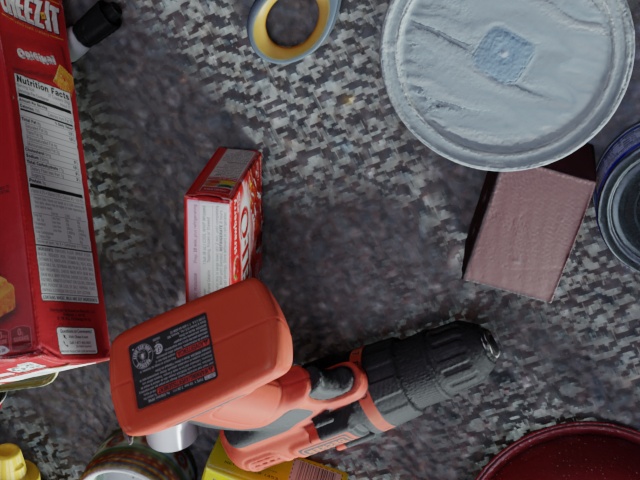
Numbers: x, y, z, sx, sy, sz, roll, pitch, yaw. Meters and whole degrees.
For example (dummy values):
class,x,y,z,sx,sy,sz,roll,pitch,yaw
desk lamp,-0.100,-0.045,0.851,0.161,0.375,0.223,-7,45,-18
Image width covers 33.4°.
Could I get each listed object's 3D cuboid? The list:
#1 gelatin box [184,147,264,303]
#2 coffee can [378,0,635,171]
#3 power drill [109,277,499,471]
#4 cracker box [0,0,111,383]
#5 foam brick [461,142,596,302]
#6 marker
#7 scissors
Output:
class,x,y,z,sx,sy,sz,roll,pitch,yaw
gelatin box,-0.054,0.001,0.611,0.030,0.073,0.089,6,116,8
coffee can,0.087,-0.105,0.493,0.103,0.140,0.103,5,116,9
power drill,-0.010,0.076,0.591,0.185,0.057,0.187,-26,152,20
cracker box,-0.212,-0.024,0.576,0.164,0.072,0.214,-13,81,19
foam brick,0.113,-0.015,0.581,0.051,0.053,0.078,16,117,4
marker,-0.160,-0.100,0.615,0.121,0.020,0.020,-31,106,23
scissors,0.025,-0.155,0.553,0.202,0.016,0.096,-14,113,18
